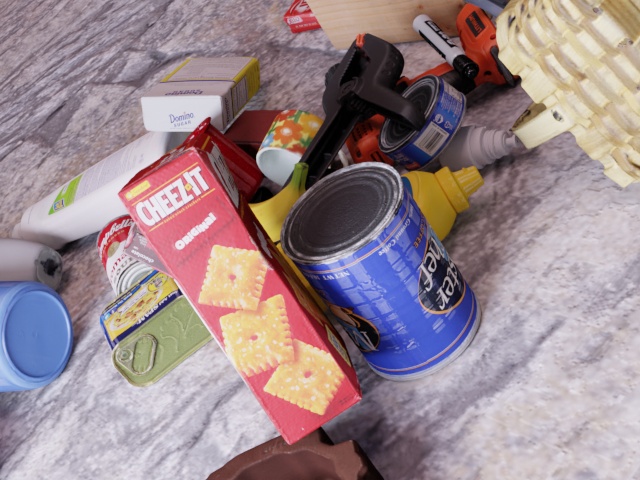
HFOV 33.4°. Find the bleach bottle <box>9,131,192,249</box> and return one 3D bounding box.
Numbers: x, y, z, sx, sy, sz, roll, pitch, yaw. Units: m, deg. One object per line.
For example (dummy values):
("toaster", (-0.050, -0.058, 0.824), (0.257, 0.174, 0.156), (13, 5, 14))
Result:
("bleach bottle", (-0.261, -0.053, 1.252), (0.251, 0.068, 0.102), (-23, 33, 24))

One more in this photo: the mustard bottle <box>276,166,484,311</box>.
("mustard bottle", (0.054, -0.009, 0.925), (0.192, 0.058, 0.096), (-29, 25, 9))

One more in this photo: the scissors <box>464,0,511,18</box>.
("scissors", (0.152, -0.225, 1.014), (0.096, 0.201, 0.016), (50, 122, 35))

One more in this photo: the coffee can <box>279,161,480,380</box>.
("coffee can", (0.048, 0.025, 0.816), (0.103, 0.140, 0.103), (-23, 36, 18))

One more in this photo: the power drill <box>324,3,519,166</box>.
("power drill", (0.095, -0.163, 1.077), (0.188, 0.057, 0.184), (-32, 38, 11))

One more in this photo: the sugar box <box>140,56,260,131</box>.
("sugar box", (-0.133, -0.168, 1.221), (0.093, 0.048, 0.176), (1, 26, 12))

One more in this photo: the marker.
("marker", (0.119, -0.183, 1.010), (0.020, 0.020, 0.121), (-34, 39, 3))

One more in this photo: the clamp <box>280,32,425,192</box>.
("clamp", (0.029, -0.124, 1.006), (0.165, 0.036, 0.210), (-35, 29, 26))

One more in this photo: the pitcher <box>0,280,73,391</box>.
("pitcher", (-0.379, 0.113, 1.113), (0.243, 0.149, 0.144), (-5, 29, 33))

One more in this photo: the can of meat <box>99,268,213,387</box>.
("can of meat", (-0.156, 0.077, 1.008), (0.102, 0.057, 0.084), (-38, 32, -3))

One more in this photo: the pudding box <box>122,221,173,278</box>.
("pudding box", (-0.137, 0.005, 1.016), (0.039, 0.090, 0.113), (-59, 11, 11))

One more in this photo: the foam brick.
("foam brick", (-0.059, -0.104, 1.142), (0.078, 0.053, 0.051), (7, 53, 44))

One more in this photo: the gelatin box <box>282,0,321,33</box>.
("gelatin box", (0.003, -0.304, 1.346), (0.073, 0.030, 0.089), (1, 48, 42))

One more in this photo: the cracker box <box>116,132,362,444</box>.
("cracker box", (-0.058, 0.027, 0.802), (0.072, 0.213, 0.164), (-32, 10, 1))

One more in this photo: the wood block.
("wood block", (0.093, -0.283, 1.191), (0.207, 0.090, 0.090), (3, 49, 43))

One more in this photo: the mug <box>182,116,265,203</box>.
("mug", (-0.108, -0.065, 1.085), (0.093, 0.081, 0.117), (-53, 14, -4))

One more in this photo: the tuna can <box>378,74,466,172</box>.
("tuna can", (0.091, -0.106, 0.960), (0.086, 0.033, 0.086), (-46, 25, 28))

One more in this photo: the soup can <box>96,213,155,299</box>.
("soup can", (-0.185, 0.025, 1.086), (0.068, 0.068, 0.102), (-37, 35, -1))

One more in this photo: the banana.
("banana", (-0.073, -0.030, 0.986), (0.198, 0.069, 0.037), (-4, 4, 43))
